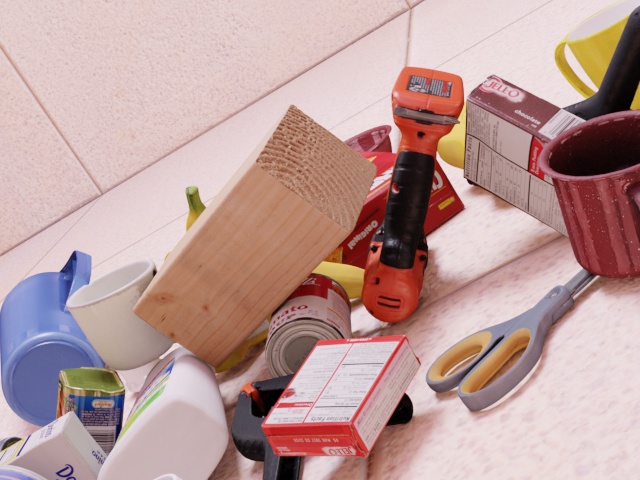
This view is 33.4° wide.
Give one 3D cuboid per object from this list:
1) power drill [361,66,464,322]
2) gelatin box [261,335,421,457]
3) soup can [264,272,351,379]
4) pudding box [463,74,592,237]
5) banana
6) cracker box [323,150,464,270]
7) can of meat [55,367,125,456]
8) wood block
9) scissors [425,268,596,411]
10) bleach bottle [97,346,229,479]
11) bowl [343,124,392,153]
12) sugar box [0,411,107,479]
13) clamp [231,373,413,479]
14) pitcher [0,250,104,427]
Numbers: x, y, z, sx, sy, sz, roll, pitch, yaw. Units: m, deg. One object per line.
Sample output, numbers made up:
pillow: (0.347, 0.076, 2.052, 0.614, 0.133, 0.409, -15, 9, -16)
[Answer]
power drill: (0.077, -0.045, 0.890, 0.057, 0.188, 0.184, 9, 22, 3)
gelatin box: (0.014, 0.101, 0.692, 0.073, 0.030, 0.089, -8, 31, 38)
soup can: (-0.009, 0.075, 0.866, 0.068, 0.068, 0.102, -30, 15, 11)
pudding box: (0.162, -0.063, 0.812, 0.114, 0.090, 0.039, 35, 62, 30)
banana: (-0.044, 0.018, 0.965, 0.070, 0.197, 0.037, -49, 20, 54)
cracker box: (0.027, -0.024, 1.114, 0.164, 0.072, 0.214, -35, 15, -12)
can of meat: (-0.202, 0.160, 0.929, 0.057, 0.084, 0.102, 4, 4, -18)
wood block: (-0.055, 0.002, 0.866, 0.206, 0.090, 0.090, -47, 12, 39)
scissors: (0.144, 0.048, 0.731, 0.096, 0.016, 0.201, -15, 22, 51)
bleach bottle: (-0.127, 0.147, 0.887, 0.102, 0.068, 0.251, -51, 9, 0)
bowl: (0.031, -0.078, 1.321, 0.162, 0.055, 0.162, -31, 14, 8)
sugar box: (-0.245, 0.218, 0.846, 0.176, 0.093, 0.048, -30, 14, 7)
clamp: (-0.023, 0.137, 0.747, 0.120, 0.039, 0.172, -34, 16, -27)
pitcher: (-0.307, 0.116, 1.238, 0.145, 0.149, 0.243, -23, 16, -9)
